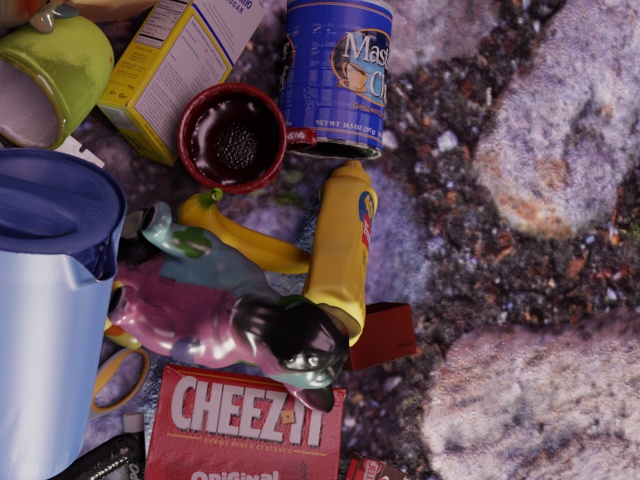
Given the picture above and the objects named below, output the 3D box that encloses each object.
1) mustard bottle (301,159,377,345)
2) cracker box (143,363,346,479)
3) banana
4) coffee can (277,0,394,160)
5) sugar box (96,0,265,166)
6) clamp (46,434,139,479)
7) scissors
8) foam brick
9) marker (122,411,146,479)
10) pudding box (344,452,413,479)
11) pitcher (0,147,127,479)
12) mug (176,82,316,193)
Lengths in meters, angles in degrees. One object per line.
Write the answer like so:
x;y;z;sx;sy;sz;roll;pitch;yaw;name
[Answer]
0.021;-0.002;1.006;0.096;0.058;0.191;79;15;-50;mustard bottle
-0.071;0.224;0.912;0.164;0.072;0.213;9;71;-5;cracker box
-0.074;-0.002;0.960;0.197;0.070;0.037;34;65;-59;banana
0.013;-0.153;1.006;0.102;0.103;0.140;8;85;-29;coffee can
-0.121;-0.165;0.944;0.176;0.048;0.093;-63;151;-18;sugar box
-0.226;0.211;0.870;0.171;0.039;0.120;-1;119;-34;clamp
-0.232;0.150;0.909;0.201;0.016;0.096;-42;106;-19;scissors
0.047;0.093;1.049;0.078;0.051;0.053;-10;95;-29;foam brick
-0.162;0.213;0.945;0.020;0.020;0.121;-4;91;-30;marker
0.047;0.257;1.019;0.090;0.039;0.113;-69;158;-12;pudding box
-0.229;0.057;0.796;0.145;0.149;0.243;5;124;-13;pitcher
-0.061;-0.085;0.929;0.117;0.081;0.093;-7;87;1;mug
